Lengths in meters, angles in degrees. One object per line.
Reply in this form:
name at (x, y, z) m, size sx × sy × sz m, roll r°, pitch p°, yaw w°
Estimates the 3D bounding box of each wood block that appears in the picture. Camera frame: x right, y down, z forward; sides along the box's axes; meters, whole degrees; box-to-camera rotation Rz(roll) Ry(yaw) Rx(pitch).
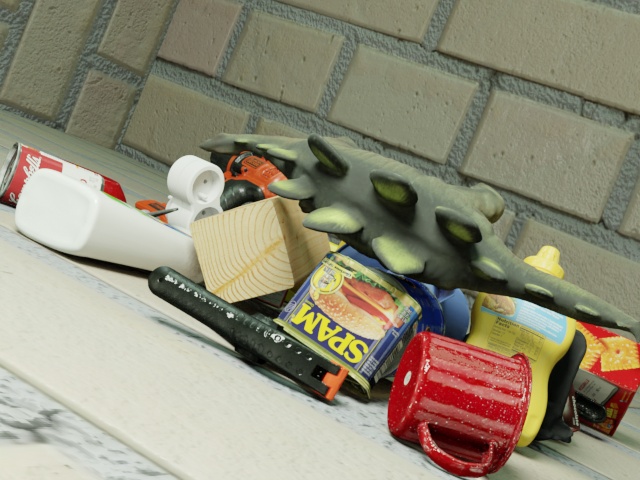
wood block at (-0.057, 0.002, 1.142) m, size 0.091 × 0.090 × 0.206 m, roll -14°, pitch 4°, yaw 12°

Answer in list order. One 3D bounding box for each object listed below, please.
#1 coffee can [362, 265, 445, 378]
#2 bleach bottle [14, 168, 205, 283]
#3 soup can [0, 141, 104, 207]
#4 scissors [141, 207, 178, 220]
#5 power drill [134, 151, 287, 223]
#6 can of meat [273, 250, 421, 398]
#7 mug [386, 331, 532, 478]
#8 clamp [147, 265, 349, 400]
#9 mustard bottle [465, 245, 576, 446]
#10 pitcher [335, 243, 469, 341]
coffee can at (0.054, 0.079, 1.001) m, size 0.103 × 0.103 × 0.140 m, roll 24°, pitch 2°, yaw 18°
bleach bottle at (-0.184, -0.001, 1.081) m, size 0.103 × 0.068 × 0.250 m, roll 22°, pitch -1°, yaw 31°
soup can at (-0.299, -0.059, 1.180) m, size 0.102 × 0.068 × 0.069 m, roll 22°, pitch 2°, yaw -26°
scissors at (-0.187, -0.024, 1.187) m, size 0.202 × 0.016 × 0.096 m, roll -4°, pitch -5°, yaw 44°
power drill at (-0.150, -0.063, 1.433) m, size 0.185 × 0.187 × 0.057 m, roll 27°, pitch -37°, yaw 51°
can of meat at (0.023, 0.068, 0.896) m, size 0.102 × 0.084 × 0.057 m, roll 33°, pitch -15°, yaw 19°
mug at (0.098, 0.124, 0.780) m, size 0.081 × 0.093 × 0.117 m, roll 18°, pitch 39°, yaw -7°
clamp at (-0.050, 0.077, 0.852) m, size 0.172 × 0.039 × 0.120 m, roll 31°, pitch 1°, yaw 20°
mustard bottle at (0.181, 0.086, 0.983) m, size 0.096 × 0.191 × 0.058 m, roll 23°, pitch -25°, yaw 10°
pitcher at (0.086, 0.079, 1.234) m, size 0.149 × 0.145 × 0.242 m, roll 37°, pitch 4°, yaw 22°
